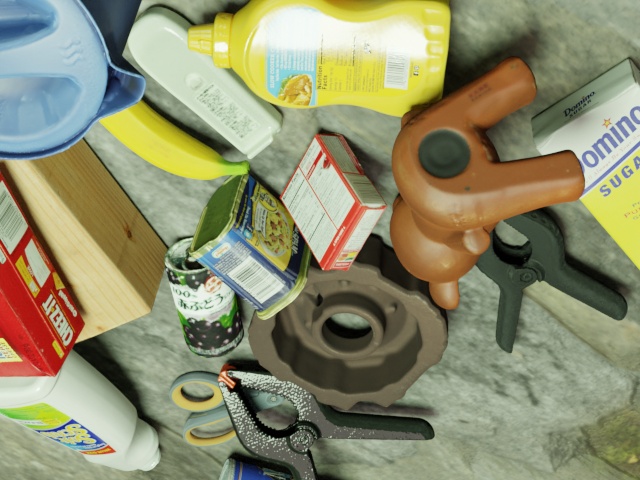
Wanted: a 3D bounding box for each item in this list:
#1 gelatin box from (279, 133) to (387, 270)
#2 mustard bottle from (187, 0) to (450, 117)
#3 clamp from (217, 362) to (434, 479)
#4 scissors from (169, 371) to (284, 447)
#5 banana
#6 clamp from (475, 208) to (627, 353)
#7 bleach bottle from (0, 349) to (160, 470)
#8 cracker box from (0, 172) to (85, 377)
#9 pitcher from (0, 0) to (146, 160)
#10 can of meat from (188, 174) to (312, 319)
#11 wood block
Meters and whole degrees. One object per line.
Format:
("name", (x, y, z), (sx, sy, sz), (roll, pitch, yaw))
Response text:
("gelatin box", (0.010, -0.032, 0.863), (0.030, 0.089, 0.073), (0, 135, -36))
("mustard bottle", (-0.003, -0.144, 0.794), (0.191, 0.058, 0.096), (4, 129, 1))
("clamp", (-0.006, 0.182, 1.029), (0.164, 0.036, 0.210), (-45, 97, 5))
("scissors", (-0.063, 0.143, 1.049), (0.202, 0.016, 0.096), (-31, 114, 19))
("banana", (-0.147, -0.106, 0.850), (0.197, 0.037, 0.070), (38, 128, -18))
("clamp", (0.189, 0.023, 0.916), (0.120, 0.039, 0.171), (-16, 124, 16))
("bleach bottle", (-0.222, 0.166, 1.019), (0.103, 0.068, 0.250), (-7, 148, 24))
("cracker box", (-0.321, 0.034, 0.852), (0.214, 0.072, 0.164), (-3, 130, 21))
("pitcher", (-0.182, -0.172, 0.675), (0.145, 0.242, 0.149), (-21, 123, 20))
("can of meat", (-0.056, 0.001, 0.886), (0.058, 0.102, 0.084), (-36, 114, 28))
("wood block", (-0.225, -0.024, 0.890), (0.090, 0.090, 0.206), (-22, 122, 21))
